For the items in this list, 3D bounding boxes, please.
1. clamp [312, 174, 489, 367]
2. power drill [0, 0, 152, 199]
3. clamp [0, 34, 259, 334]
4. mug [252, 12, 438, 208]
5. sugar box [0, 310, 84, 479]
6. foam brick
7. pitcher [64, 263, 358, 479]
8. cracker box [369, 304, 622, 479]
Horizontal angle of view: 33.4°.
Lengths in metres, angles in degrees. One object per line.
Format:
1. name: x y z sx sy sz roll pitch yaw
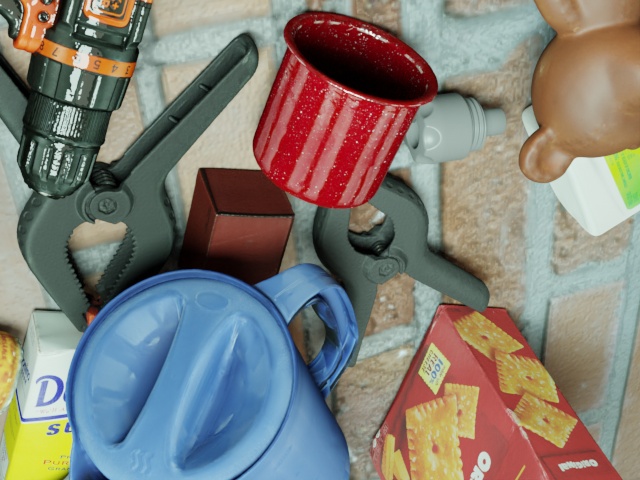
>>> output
1. clamp: 0.052 0.010 0.732 0.120 0.039 0.171 -20 131 -7
2. power drill: -0.173 -0.120 0.507 0.187 0.057 0.184 11 104 -29
3. clamp: -0.119 -0.034 0.632 0.164 0.036 0.210 -6 125 -16
4. mug: 0.016 -0.077 0.627 0.117 0.093 0.082 -29 151 -50
5. sugar box: -0.167 0.129 0.736 0.093 0.048 0.176 4 127 -26
6. foam brick: -0.054 0.001 0.674 0.051 0.053 0.078 2 126 -23
7. pitcher: -0.046 0.115 0.684 0.149 0.145 0.242 -3 156 12
8. cracker box: 0.121 0.176 0.774 0.072 0.214 0.164 6 124 -25
